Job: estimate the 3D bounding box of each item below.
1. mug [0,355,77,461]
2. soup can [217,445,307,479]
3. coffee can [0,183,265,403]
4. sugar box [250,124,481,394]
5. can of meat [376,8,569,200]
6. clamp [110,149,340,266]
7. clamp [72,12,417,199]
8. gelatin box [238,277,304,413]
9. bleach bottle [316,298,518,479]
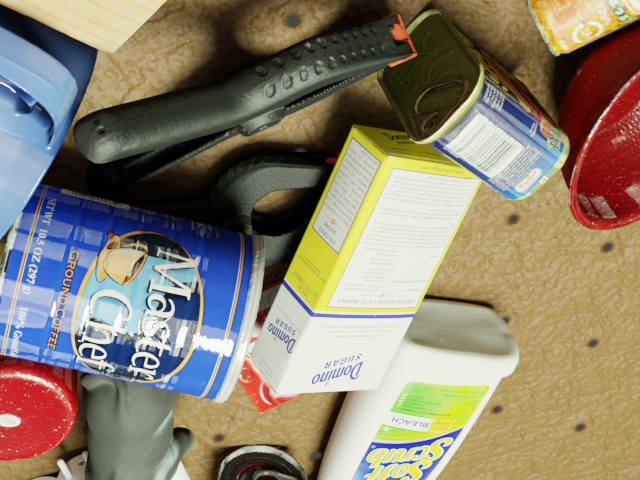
[{"bbox_3d":[-0.201,0.078,0.688,0.093,0.081,0.117,-10,126,-6],"label":"mug"},{"bbox_3d":[-0.051,0.220,0.832,0.068,0.068,0.102,1,125,-14],"label":"soup can"},{"bbox_3d":[-0.113,0.030,0.624,0.140,0.103,0.103,14,121,-12],"label":"coffee can"},{"bbox_3d":[0.028,0.016,0.682,0.093,0.048,0.176,5,122,-41],"label":"sugar box"},{"bbox_3d":[0.090,-0.078,0.632,0.083,0.102,0.057,31,113,-31],"label":"can of meat"},{"bbox_3d":[-0.055,0.001,0.693,0.171,0.039,0.120,-19,127,6],"label":"clamp"},{"bbox_3d":[-0.043,-0.078,0.592,0.210,0.164,0.036,-24,91,-4],"label":"clamp"},{"bbox_3d":[-0.030,0.075,0.756,0.073,0.030,0.089,-24,126,5],"label":"gelatin box"},{"bbox_3d":[0.057,0.160,0.818,0.102,0.068,0.251,7,125,-18],"label":"bleach bottle"}]
